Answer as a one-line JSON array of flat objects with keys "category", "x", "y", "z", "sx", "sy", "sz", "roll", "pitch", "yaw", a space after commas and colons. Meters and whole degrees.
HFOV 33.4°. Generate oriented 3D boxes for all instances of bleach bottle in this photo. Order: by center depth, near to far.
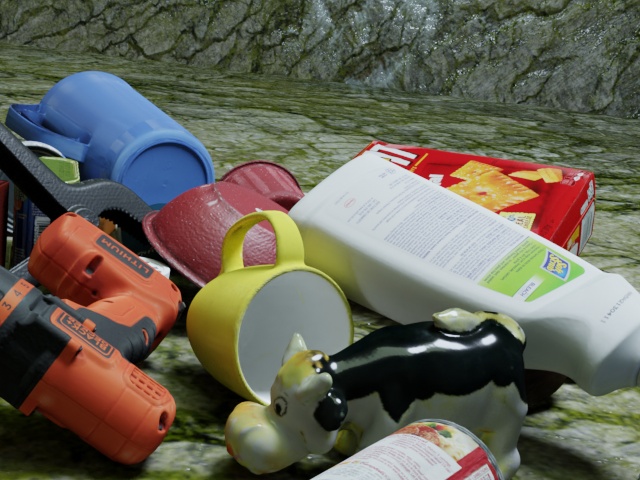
[{"category": "bleach bottle", "x": 0.101, "y": 0.031, "z": 0.657, "sx": 0.251, "sy": 0.068, "sz": 0.102, "roll": 28, "pitch": 52, "yaw": 31}]

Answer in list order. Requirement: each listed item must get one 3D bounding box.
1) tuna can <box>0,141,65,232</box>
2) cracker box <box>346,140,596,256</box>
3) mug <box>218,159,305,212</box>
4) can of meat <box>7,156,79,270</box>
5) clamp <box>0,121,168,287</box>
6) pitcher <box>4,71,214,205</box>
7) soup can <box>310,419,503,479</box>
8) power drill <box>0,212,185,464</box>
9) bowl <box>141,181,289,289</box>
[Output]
[{"category": "tuna can", "x": -0.268, "y": -0.048, "z": 0.987, "sx": 0.086, "sy": 0.086, "sz": 0.034, "roll": 2, "pitch": 13, "yaw": -19}, {"category": "cracker box", "x": 0.108, "y": -0.016, "z": 0.904, "sx": 0.214, "sy": 0.072, "sz": 0.164, "roll": 11, "pitch": 31, "yaw": 25}, {"category": "mug", "x": -0.040, "y": -0.010, "z": 0.970, "sx": 0.117, "sy": 0.093, "sz": 0.082, "roll": 41, "pitch": 3, "yaw": -27}, {"category": "can of meat", "x": -0.231, "y": -0.021, "z": 0.896, "sx": 0.057, "sy": 0.084, "sz": 0.102, "roll": 3, "pitch": 15, "yaw": -15}, {"category": "clamp", "x": -0.193, "y": 0.001, "z": 0.816, "sx": 0.036, "sy": 0.164, "sz": 0.209, "roll": -18, "pitch": -28, "yaw": 41}, {"category": "pitcher", "x": -0.212, "y": -0.090, "z": 1.096, "sx": 0.149, "sy": 0.145, "sz": 0.243, "roll": -33, "pitch": 31, "yaw": -16}, {"category": "soup can", "x": 0.030, "y": 0.125, "z": 0.468, "sx": 0.069, "sy": 0.068, "sz": 0.102, "roll": 16, "pitch": 17, "yaw": 33}, {"category": "power drill", "x": -0.157, "y": 0.038, "z": 0.624, "sx": 0.184, "sy": 0.057, "sz": 0.187, "roll": 39, "pitch": 11, "yaw": -7}, {"category": "bowl", "x": -0.055, "y": 0.001, "z": 0.831, "sx": 0.162, "sy": 0.055, "sz": 0.162, "roll": 29, "pitch": 14, "yaw": -8}]
